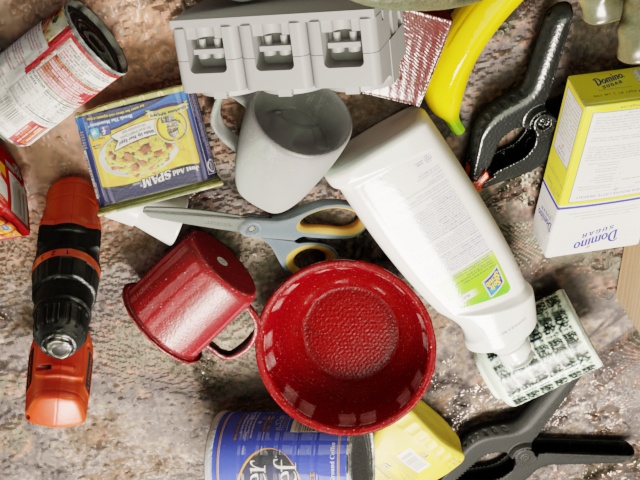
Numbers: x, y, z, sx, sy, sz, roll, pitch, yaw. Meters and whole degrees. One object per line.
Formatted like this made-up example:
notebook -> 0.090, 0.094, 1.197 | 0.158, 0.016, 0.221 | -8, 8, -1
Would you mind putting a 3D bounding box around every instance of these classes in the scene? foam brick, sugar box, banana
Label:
foam brick -> 0.063, -0.154, 0.839 | 0.051, 0.053, 0.078 | 12, 120, -15
sugar box -> 0.240, -0.064, 0.901 | 0.093, 0.048, 0.176 | -8, 140, -10
banana -> 0.132, -0.172, 0.849 | 0.069, 0.037, 0.198 | -1, 133, -45

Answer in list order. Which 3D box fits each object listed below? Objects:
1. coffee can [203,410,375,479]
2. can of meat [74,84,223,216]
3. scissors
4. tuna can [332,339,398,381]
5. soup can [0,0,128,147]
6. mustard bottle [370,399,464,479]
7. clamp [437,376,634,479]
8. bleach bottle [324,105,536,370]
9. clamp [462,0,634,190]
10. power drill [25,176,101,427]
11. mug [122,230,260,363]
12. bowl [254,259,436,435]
coffee can -> -0.027, 0.212, 1.011 | 0.140, 0.102, 0.103 | -3, 125, 15
can of meat -> -0.137, -0.072, 0.845 | 0.102, 0.057, 0.084 | -15, 97, -3
scissors -> -0.056, 0.001, 0.921 | 0.201, 0.016, 0.096 | -5, 132, -20
tuna can -> 0.051, 0.124, 1.028 | 0.086, 0.034, 0.086 | -3, 123, -6
soup can -> -0.207, -0.125, 0.812 | 0.102, 0.068, 0.068 | -34, 121, 14
mustard bottle -> 0.046, 0.241, 1.088 | 0.192, 0.058, 0.096 | -40, 117, 17
clamp -> 0.207, 0.202, 1.098 | 0.210, 0.036, 0.164 | -21, 123, 7
bleach bottle -> 0.108, 0.013, 0.918 | 0.102, 0.068, 0.250 | -30, 111, 10
clamp -> 0.178, -0.116, 0.887 | 0.172, 0.039, 0.120 | -41, 120, 14
power drill -> -0.211, 0.068, 0.880 | 0.057, 0.184, 0.188 | 7, 131, -12
mug -> -0.102, 0.054, 0.926 | 0.081, 0.093, 0.117 | -43, 100, 13
bowl -> 0.024, 0.091, 0.962 | 0.162, 0.055, 0.162 | 1, 101, 8
